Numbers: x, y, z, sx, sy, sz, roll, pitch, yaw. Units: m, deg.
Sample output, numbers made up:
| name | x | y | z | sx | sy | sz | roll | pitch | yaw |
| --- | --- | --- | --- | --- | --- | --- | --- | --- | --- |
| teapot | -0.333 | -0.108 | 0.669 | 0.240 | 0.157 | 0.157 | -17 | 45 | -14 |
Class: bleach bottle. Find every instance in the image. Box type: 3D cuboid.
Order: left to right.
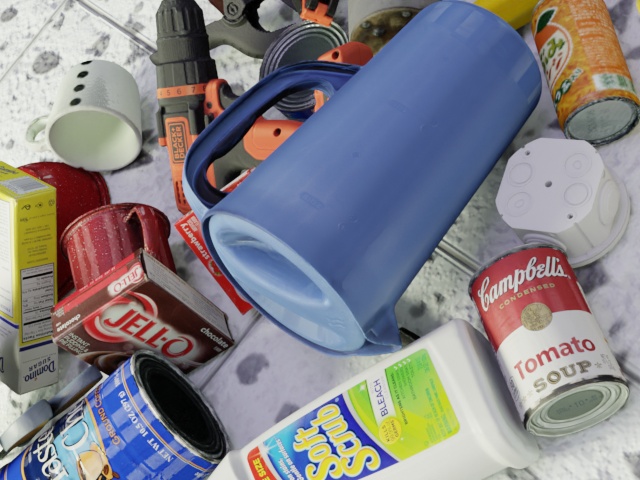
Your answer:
| name | x | y | z | sx | sy | sz | roll | pitch | yaw |
| --- | --- | --- | --- | --- | --- | --- | --- | --- | --- |
| bleach bottle | 0.011 | 0.153 | 0.700 | 0.251 | 0.068 | 0.102 | -33 | 49 | 17 |

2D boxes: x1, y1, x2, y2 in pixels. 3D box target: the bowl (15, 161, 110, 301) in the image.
| name | x | y | z | sx | sy | sz | roll | pitch | yaw |
| --- | --- | --- | --- | --- | --- | --- | --- | --- | --- |
| bowl | -0.273 | -0.014 | 0.985 | 0.162 | 0.055 | 0.162 | -16 | 57 | 25 |

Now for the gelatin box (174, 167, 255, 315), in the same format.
| name | x | y | z | sx | sy | sz | roll | pitch | yaw |
| --- | --- | --- | --- | --- | --- | --- | --- | --- | --- |
| gelatin box | -0.055 | 0.001 | 0.815 | 0.073 | 0.089 | 0.030 | -34 | 8 | 11 |

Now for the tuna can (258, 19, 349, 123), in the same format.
| name | x | y | z | sx | sy | sz | roll | pitch | yaw |
| --- | --- | --- | --- | --- | --- | --- | --- | --- | --- |
| tuna can | -0.007 | -0.139 | 0.887 | 0.086 | 0.033 | 0.086 | -12 | 64 | 26 |

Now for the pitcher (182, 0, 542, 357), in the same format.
| name | x | y | z | sx | sy | sz | roll | pitch | yaw |
| --- | --- | --- | --- | --- | --- | --- | --- | --- | --- |
| pitcher | 0.035 | -0.056 | 0.720 | 0.145 | 0.149 | 0.242 | 14 | 56 | 47 |

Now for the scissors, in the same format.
| name | x | y | z | sx | sy | sz | roll | pitch | yaw |
| --- | --- | --- | --- | --- | --- | --- | --- | --- | --- |
| scissors | -0.215 | 0.138 | 0.830 | 0.096 | 0.202 | 0.016 | -38 | 89 | -21 |

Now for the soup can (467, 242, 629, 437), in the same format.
| name | x | y | z | sx | sy | sz | roll | pitch | yaw |
| --- | --- | --- | --- | --- | --- | --- | --- | --- | --- |
| soup can | 0.140 | 0.062 | 0.661 | 0.069 | 0.068 | 0.102 | -30 | 53 | 17 |

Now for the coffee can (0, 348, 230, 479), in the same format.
| name | x | y | z | sx | sy | sz | roll | pitch | yaw |
| --- | --- | --- | --- | --- | --- | --- | --- | --- | --- |
| coffee can | -0.151 | 0.162 | 0.774 | 0.140 | 0.102 | 0.103 | -41 | 50 | 8 |

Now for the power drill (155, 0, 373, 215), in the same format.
| name | x | y | z | sx | sy | sz | roll | pitch | yaw |
| --- | --- | --- | --- | --- | --- | --- | --- | --- | --- |
| power drill | -0.048 | -0.110 | 0.841 | 0.188 | 0.057 | 0.184 | 0 | 103 | 32 |

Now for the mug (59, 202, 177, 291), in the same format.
| name | x | y | z | sx | sy | sz | roll | pitch | yaw |
| --- | --- | --- | --- | --- | --- | --- | --- | --- | --- |
| mug | -0.152 | 0.022 | 0.855 | 0.117 | 0.093 | 0.081 | -53 | 45 | 41 |

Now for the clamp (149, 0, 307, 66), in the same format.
| name | x | y | z | sx | sy | sz | roll | pitch | yaw |
| --- | --- | --- | --- | --- | --- | --- | --- | --- | --- |
| clamp | -0.078 | -0.195 | 0.944 | 0.172 | 0.039 | 0.120 | 21 | 111 | 18 |

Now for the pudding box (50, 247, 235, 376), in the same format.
| name | x | y | z | sx | sy | sz | roll | pitch | yaw |
| --- | --- | --- | --- | --- | --- | --- | --- | --- | --- |
| pudding box | -0.134 | 0.065 | 0.810 | 0.090 | 0.113 | 0.039 | -32 | 48 | 15 |

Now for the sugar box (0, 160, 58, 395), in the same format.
| name | x | y | z | sx | sy | sz | roll | pitch | yaw |
| --- | --- | --- | --- | --- | --- | --- | --- | --- | --- |
| sugar box | -0.260 | 0.030 | 0.896 | 0.093 | 0.048 | 0.176 | 25 | 121 | 41 |
